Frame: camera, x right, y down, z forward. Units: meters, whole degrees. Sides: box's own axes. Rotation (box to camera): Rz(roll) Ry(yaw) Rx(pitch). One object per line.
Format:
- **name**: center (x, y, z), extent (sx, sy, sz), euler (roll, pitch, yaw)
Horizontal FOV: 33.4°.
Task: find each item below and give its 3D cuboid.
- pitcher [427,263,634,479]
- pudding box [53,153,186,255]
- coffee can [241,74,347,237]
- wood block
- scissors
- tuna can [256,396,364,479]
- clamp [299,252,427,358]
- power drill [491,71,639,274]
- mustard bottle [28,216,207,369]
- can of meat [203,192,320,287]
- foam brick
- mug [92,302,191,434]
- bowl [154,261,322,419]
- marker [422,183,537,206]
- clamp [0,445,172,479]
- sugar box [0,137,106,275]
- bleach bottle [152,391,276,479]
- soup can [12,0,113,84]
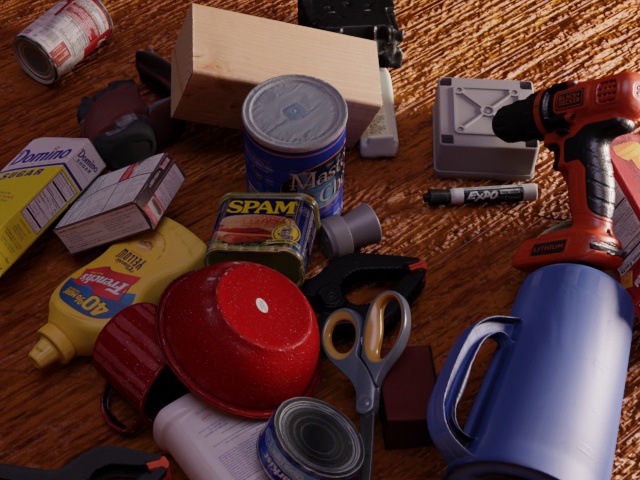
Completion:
- **pitcher**: center (0.190, 0.131, 0.920), extent (0.145, 0.149, 0.242), euler (7, 47, 22)
- **pudding box**: center (-0.200, -0.037, 1.068), extent (0.114, 0.039, 0.090), euler (-18, 31, 30)
- **coffee can**: center (-0.026, -0.082, 1.082), extent (0.103, 0.140, 0.103), euler (0, 51, -1)
- **wood block**: center (-0.048, -0.171, 1.135), extent (0.205, 0.090, 0.091), euler (7, 60, -20)
- **scissors**: center (0.027, 0.136, 0.940), extent (0.096, 0.016, 0.201), euler (2, 64, 37)
- **tuna can**: center (-0.007, 0.171, 0.876), extent (0.086, 0.034, 0.086), euler (21, 34, -15)
- **clamp**: center (0.010, 0.072, 1.025), extent (0.210, 0.036, 0.164), euler (-14, 54, -8)
- **power drill**: center (0.231, -0.062, 1.034), extent (0.057, 0.185, 0.187), euler (13, 77, -33)
- **mustard bottle**: center (-0.200, 0.055, 1.022), extent (0.096, 0.058, 0.191), euler (28, 56, 31)
- **can of meat**: center (-0.057, 0.001, 1.034), extent (0.102, 0.057, 0.084), euler (1, 41, 10)
- **foam brick**: center (0.079, 0.142, 0.961), extent (0.051, 0.053, 0.078), euler (-4, 50, -4)
- **mug**: center (-0.157, 0.119, 0.963), extent (0.082, 0.093, 0.117), euler (35, 95, 29)
- **bowl**: center (-0.059, 0.072, 0.928), extent (0.162, 0.055, 0.162), euler (19, 43, -19)
- **marker**: center (0.170, -0.048, 1.136), extent (0.121, 0.020, 0.020), euler (-3, 51, -4)
- **clamp**: center (-0.216, 0.214, 0.909), extent (0.171, 0.039, 0.120), euler (-22, 60, -22)
- **sugar box**: center (-0.308, -0.036, 1.083), extent (0.094, 0.048, 0.176), euler (4, 48, 37)
- **bleach bottle**: center (-0.033, 0.227, 0.886), extent (0.102, 0.068, 0.251), euler (-27, 58, -25)
- **soup can**: center (-0.301, -0.238, 1.250), extent (0.069, 0.068, 0.102), euler (27, 56, 19)
